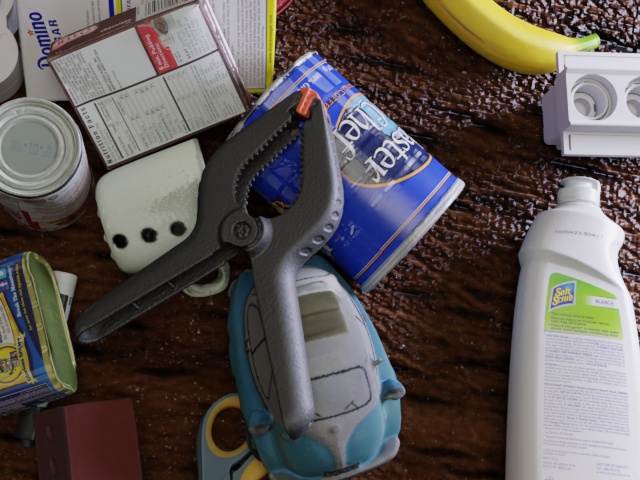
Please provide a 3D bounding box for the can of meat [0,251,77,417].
[{"bbox_3d":[-0.213,0.065,0.700,0.084,0.057,0.102,-18,75,2],"label":"can of meat"}]

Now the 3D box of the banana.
[{"bbox_3d":[0.119,-0.186,0.821,0.198,0.037,0.069,38,59,-1],"label":"banana"}]

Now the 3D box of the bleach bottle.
[{"bbox_3d":[0.188,0.079,0.765,0.102,0.068,0.251,8,76,-7],"label":"bleach bottle"}]

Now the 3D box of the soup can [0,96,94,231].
[{"bbox_3d":[-0.189,-0.049,0.714,0.068,0.102,0.068,1,79,-8],"label":"soup can"}]

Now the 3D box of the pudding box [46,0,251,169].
[{"bbox_3d":[-0.115,-0.110,0.725,0.113,0.039,0.090,-20,121,6],"label":"pudding box"}]

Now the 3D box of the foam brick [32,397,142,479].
[{"bbox_3d":[-0.152,0.145,0.700,0.051,0.053,0.078,-2,78,-35],"label":"foam brick"}]

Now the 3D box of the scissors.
[{"bbox_3d":[-0.087,0.167,0.696,0.201,0.016,0.096,-23,70,-35],"label":"scissors"}]

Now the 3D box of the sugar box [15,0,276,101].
[{"bbox_3d":[-0.121,-0.149,0.751,0.176,0.048,0.093,-1,121,-7],"label":"sugar box"}]

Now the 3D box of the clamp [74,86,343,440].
[{"bbox_3d":[-0.054,0.001,0.663,0.165,0.036,0.210,14,78,16],"label":"clamp"}]

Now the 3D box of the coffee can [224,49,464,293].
[{"bbox_3d":[0.014,-0.048,0.743,0.140,0.103,0.102,42,77,1],"label":"coffee can"}]

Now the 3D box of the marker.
[{"bbox_3d":[-0.189,0.081,0.732,0.020,0.020,0.121,11,78,-6],"label":"marker"}]
